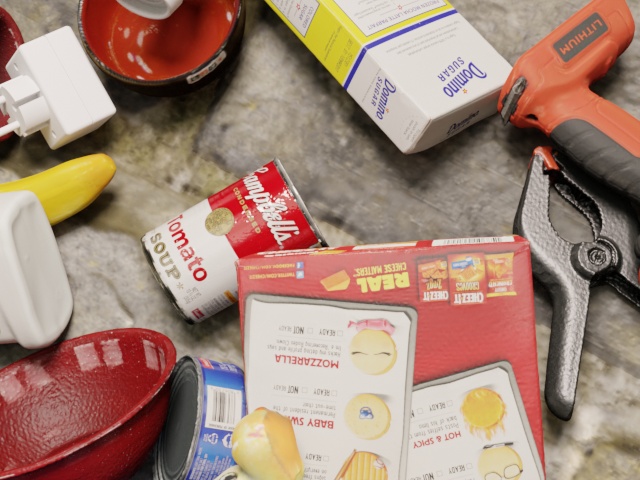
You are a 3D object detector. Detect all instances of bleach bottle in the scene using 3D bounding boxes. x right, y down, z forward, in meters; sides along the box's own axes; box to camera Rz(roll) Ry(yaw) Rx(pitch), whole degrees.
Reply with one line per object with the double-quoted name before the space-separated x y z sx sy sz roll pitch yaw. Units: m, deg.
"bleach bottle" -0.298 0.032 0.705 0.251 0.068 0.102 -8 112 13

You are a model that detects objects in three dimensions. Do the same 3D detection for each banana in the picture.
"banana" -0.235 -0.031 0.720 0.198 0.070 0.037 5 32 4

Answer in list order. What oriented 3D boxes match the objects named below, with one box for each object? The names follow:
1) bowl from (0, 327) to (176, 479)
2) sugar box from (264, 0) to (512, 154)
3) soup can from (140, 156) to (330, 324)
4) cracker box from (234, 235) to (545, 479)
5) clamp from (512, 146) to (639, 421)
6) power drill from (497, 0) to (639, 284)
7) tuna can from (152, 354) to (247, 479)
"bowl" -0.154 0.116 0.643 0.162 0.162 0.055 -18 110 3
"sugar box" 0.037 -0.141 0.697 0.093 0.048 0.176 -27 72 -35
"soup can" -0.054 0.001 0.681 0.102 0.068 0.068 -30 74 1
"cracker box" 0.043 0.108 0.611 0.164 0.072 0.214 -4 93 8
"clamp" 0.179 0.018 0.658 0.120 0.039 0.171 -8 71 -9
"power drill" 0.217 -0.067 0.650 0.184 0.057 0.188 -37 72 -21
"tuna can" -0.073 0.114 0.644 0.033 0.086 0.086 13 76 -22
